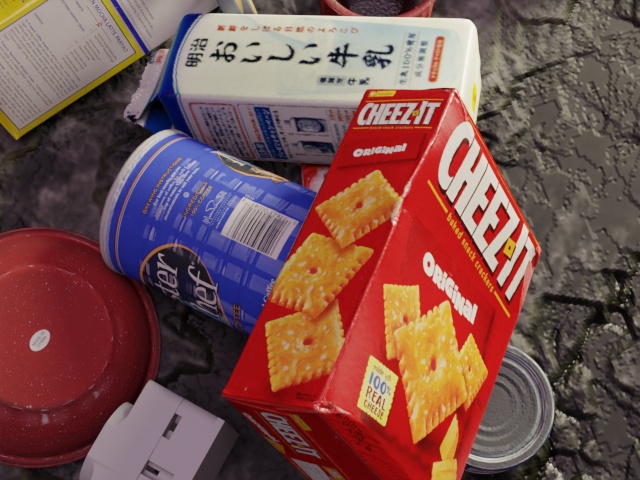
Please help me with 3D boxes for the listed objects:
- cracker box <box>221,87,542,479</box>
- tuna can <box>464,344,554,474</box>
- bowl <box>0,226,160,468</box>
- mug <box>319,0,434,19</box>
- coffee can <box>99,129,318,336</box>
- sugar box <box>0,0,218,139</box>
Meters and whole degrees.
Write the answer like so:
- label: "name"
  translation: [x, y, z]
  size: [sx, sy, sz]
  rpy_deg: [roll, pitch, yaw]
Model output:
- label: "cracker box"
  translation: [0.049, 0.043, 0.624]
  size: [0.072, 0.164, 0.213]
  rpy_deg: [4, 56, 36]
- label: "tuna can"
  translation: [0.110, 0.110, 0.704]
  size: [0.086, 0.034, 0.086]
  rpy_deg: [0, 76, 1]
- label: "bowl"
  translation: [-0.182, 0.065, 0.690]
  size: [0.162, 0.055, 0.162]
  rpy_deg: [3, 78, -13]
- label: "mug"
  translation: [0.050, -0.183, 0.755]
  size: [0.117, 0.081, 0.093]
  rpy_deg: [-34, 78, -7]
- label: "coffee can"
  translation: [-0.054, 0.001, 0.684]
  size: [0.140, 0.102, 0.102]
  rpy_deg: [24, 77, 19]
- label: "sugar box"
  translation: [-0.166, -0.155, 0.736]
  size: [0.176, 0.093, 0.048]
  rpy_deg: [-35, 55, -5]
